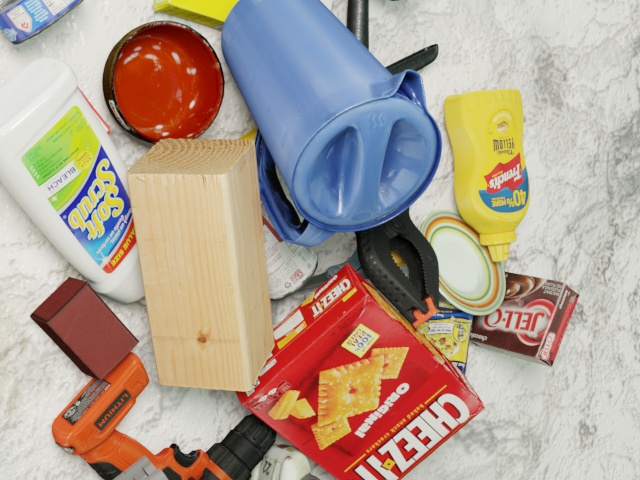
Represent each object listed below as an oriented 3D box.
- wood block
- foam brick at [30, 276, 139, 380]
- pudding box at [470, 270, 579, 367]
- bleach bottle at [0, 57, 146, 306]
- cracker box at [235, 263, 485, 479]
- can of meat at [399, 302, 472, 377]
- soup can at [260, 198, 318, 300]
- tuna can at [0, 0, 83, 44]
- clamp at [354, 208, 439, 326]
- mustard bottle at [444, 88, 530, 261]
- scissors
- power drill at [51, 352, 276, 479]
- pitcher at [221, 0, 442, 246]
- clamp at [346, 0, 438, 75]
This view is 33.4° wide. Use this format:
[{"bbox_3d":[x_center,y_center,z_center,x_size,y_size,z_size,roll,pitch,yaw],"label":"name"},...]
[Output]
[{"bbox_3d":[-0.102,0.021,0.947,0.090,0.091,0.206,-62,151,-62],"label":"wood block"},{"bbox_3d":[-0.213,0.080,0.966,0.051,0.053,0.078,-46,116,-21],"label":"foam brick"},{"bbox_3d":[0.225,0.086,1.205,0.039,0.114,0.090,33,76,-37],"label":"pudding box"},{"bbox_3d":[-0.198,-0.033,0.936,0.102,0.068,0.250,-46,133,-17],"label":"bleach bottle"},{"bbox_3d":[0.039,0.149,1.069,0.164,0.072,0.213,-41,122,7],"label":"cracker box"},{"bbox_3d":[0.118,0.109,1.174,0.101,0.058,0.084,10,86,-33],"label":"can of meat"},{"bbox_3d":[-0.057,0.001,1.049,0.068,0.069,0.102,-49,116,-20],"label":"soup can"},{"bbox_3d":[-0.238,-0.204,0.910,0.086,0.086,0.033,-45,116,-22],"label":"tuna can"},{"bbox_3d":[0.057,-0.013,1.073,0.164,0.036,0.210,4,57,-37],"label":"clamp"},{"bbox_3d":[0.192,-0.072,1.199,0.096,0.058,0.191,-9,95,-36],"label":"mustard bottle"},{"bbox_3d":[0.021,0.022,1.121,0.201,0.096,0.016,-6,131,-5],"label":"scissors"},{"bbox_3d":[-0.146,0.194,1.014,0.184,0.057,0.187,-48,116,-20],"label":"power drill"},{"bbox_3d":[-0.009,-0.120,0.945,0.149,0.243,0.145,-24,135,-6],"label":"pitcher"},{"bbox_3d":[0.056,-0.170,1.123,0.120,0.039,0.171,24,83,-19],"label":"clamp"}]
